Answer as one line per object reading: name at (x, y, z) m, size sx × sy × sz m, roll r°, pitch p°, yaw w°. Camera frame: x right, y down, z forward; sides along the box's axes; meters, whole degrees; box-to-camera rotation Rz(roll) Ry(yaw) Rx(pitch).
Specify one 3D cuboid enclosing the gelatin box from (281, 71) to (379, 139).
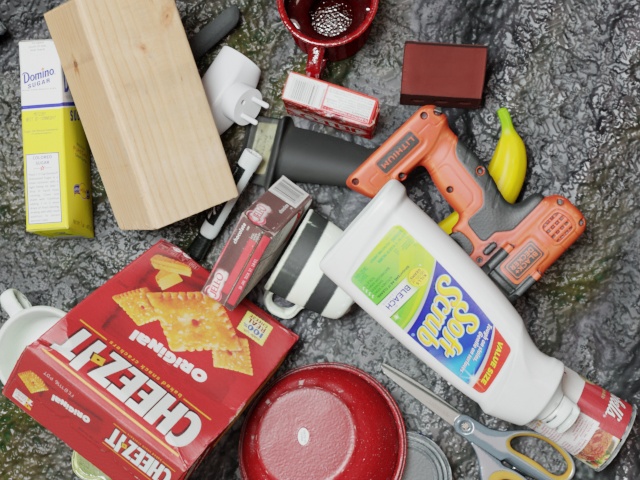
gelatin box at (0.011, -0.125, 1.001) m, size 0.089 × 0.073 × 0.030 m, roll 18°, pitch 87°, yaw 4°

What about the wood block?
wood block at (-0.161, -0.120, 0.958) m, size 0.090 × 0.091 × 0.206 m, roll -24°, pitch 103°, yaw -29°

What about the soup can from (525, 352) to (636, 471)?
soup can at (0.223, 0.153, 0.967) m, size 0.102 × 0.068 × 0.068 m, roll 31°, pitch 87°, yaw 6°

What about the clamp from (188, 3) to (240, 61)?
clamp at (-0.166, -0.176, 1.032) m, size 0.120 × 0.039 × 0.171 m, roll 27°, pitch 87°, yaw 3°

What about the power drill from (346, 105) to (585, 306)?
power drill at (0.113, -0.013, 0.957) m, size 0.187 × 0.057 × 0.184 m, roll 45°, pitch 95°, yaw -2°

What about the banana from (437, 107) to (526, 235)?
banana at (0.133, -0.029, 1.002) m, size 0.069 × 0.037 × 0.198 m, roll 39°, pitch 92°, yaw 3°

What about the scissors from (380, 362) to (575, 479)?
scissors at (0.135, 0.194, 0.995) m, size 0.202 × 0.016 × 0.096 m, roll 20°, pitch 87°, yaw 5°

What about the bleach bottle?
bleach bottle at (0.123, 0.067, 0.906) m, size 0.251 × 0.068 × 0.103 m, roll 41°, pitch 107°, yaw -2°

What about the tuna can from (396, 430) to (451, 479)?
tuna can at (0.077, 0.218, 0.987) m, size 0.086 × 0.034 × 0.086 m, roll 0°, pitch 85°, yaw 3°

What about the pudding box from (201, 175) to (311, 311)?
pudding box at (-0.056, 0.001, 0.960) m, size 0.039 × 0.113 × 0.090 m, roll 34°, pitch 117°, yaw 5°

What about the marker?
marker at (-0.092, -0.032, 1.009) m, size 0.020 × 0.020 × 0.121 m, roll 33°, pitch 106°, yaw 5°

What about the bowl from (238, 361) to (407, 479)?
bowl at (-0.006, 0.182, 0.960) m, size 0.162 × 0.055 × 0.162 m, roll -6°, pitch 68°, yaw 14°

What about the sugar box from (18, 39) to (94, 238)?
sugar box at (-0.247, -0.092, 1.003) m, size 0.048 × 0.093 × 0.176 m, roll -2°, pitch 85°, yaw 2°

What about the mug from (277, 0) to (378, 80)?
mug at (0.006, -0.205, 1.004) m, size 0.093 × 0.081 × 0.117 m, roll 10°, pitch 85°, yaw 4°

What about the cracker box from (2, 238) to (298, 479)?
cracker box at (-0.137, 0.106, 0.923) m, size 0.164 × 0.213 × 0.072 m, roll 36°, pitch 124°, yaw 5°

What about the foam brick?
foam brick at (0.115, -0.155, 1.008) m, size 0.078 × 0.053 × 0.051 m, roll 4°, pitch 85°, yaw 5°
